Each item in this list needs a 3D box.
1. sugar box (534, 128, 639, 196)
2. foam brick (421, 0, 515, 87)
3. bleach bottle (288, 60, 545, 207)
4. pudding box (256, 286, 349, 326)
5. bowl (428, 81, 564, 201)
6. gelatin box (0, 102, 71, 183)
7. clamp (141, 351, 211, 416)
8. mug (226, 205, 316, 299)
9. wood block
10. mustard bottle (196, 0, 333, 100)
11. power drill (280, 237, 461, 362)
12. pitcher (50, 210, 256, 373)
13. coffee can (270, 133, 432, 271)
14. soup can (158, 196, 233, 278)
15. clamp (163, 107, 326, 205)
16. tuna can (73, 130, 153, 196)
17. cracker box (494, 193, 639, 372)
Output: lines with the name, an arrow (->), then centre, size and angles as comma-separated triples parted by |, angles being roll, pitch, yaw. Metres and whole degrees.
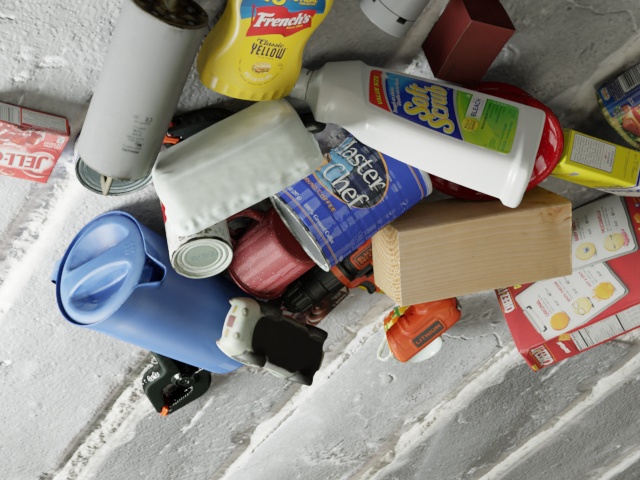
sugar box -> 0.314, -0.086, 1.219 | 0.176, 0.048, 0.093 | 15, 176, -30
foam brick -> 0.144, -0.199, 1.053 | 0.052, 0.051, 0.078 | 9, 136, -26
bleach bottle -> 0.087, -0.116, 1.048 | 0.251, 0.102, 0.068 | 17, 144, 6
pudding box -> -0.032, 0.074, 1.349 | 0.089, 0.039, 0.114 | 15, 134, -32
bowl -> 0.177, -0.117, 1.146 | 0.162, 0.055, 0.162 | 3, 138, 2
gelatin box -> -0.301, -0.096, 1.054 | 0.089, 0.030, 0.073 | 12, 135, -30
clamp -> -0.172, 0.171, 1.425 | 0.164, 0.036, 0.210 | 2, 141, -19
mug -> -0.058, 0.001, 1.202 | 0.117, 0.093, 0.082 | 37, 132, -19
wood block -> 0.169, 0.003, 1.201 | 0.206, 0.090, 0.091 | -10, 108, -14
mustard bottle -> -0.040, -0.214, 0.969 | 0.096, 0.058, 0.192 | 6, 138, -25
power drill -> 0.068, 0.064, 1.285 | 0.184, 0.057, 0.187 | -38, 123, 8
pitcher -> -0.183, 0.070, 1.237 | 0.145, 0.149, 0.242 | -44, 139, 11
coffee can -> 0.032, -0.050, 1.125 | 0.140, 0.103, 0.102 | -37, 142, -8
soup can -> -0.134, -0.018, 1.146 | 0.068, 0.102, 0.068 | -10, 141, -8
clamp -> -0.080, -0.103, 1.112 | 0.171, 0.039, 0.120 | 17, 118, -31
tuna can -> -0.209, -0.086, 1.094 | 0.086, 0.034, 0.086 | -9, 142, -7
cracker box -> 0.329, 0.047, 1.330 | 0.214, 0.164, 0.072 | -26, 139, 14
